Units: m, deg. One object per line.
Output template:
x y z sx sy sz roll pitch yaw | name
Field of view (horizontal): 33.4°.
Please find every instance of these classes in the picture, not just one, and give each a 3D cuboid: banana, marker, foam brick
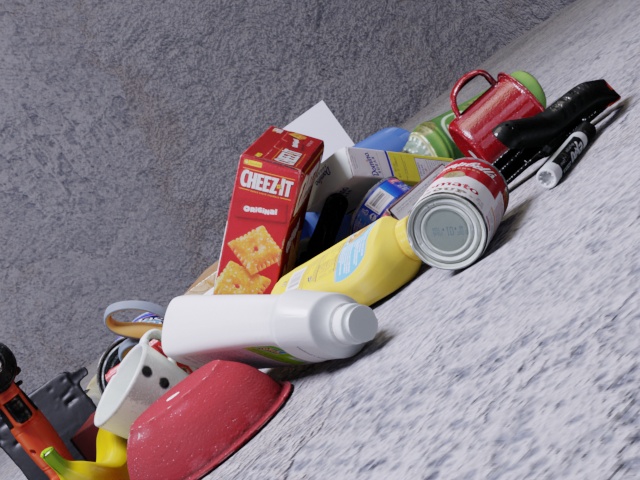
-0.189 0.196 0.936 0.037 0.069 0.198 -27 -4 -1 | banana
0.222 -0.079 0.957 0.020 0.020 0.120 -32 7 41 | marker
-0.225 0.208 1.150 0.051 0.053 0.078 -36 6 9 | foam brick

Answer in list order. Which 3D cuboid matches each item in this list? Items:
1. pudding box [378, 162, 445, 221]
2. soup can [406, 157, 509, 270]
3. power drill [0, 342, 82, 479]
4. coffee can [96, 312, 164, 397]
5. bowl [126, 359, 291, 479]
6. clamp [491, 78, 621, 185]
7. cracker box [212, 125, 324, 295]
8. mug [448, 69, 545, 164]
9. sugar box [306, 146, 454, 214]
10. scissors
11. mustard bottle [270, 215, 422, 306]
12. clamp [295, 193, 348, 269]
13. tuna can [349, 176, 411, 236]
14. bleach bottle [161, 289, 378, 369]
0.087 -0.018 1.078 0.113 0.039 0.090 -42 -10 -44 | pudding box
0.115 -0.023 0.889 0.069 0.068 0.102 -34 6 27 | soup can
-0.274 0.175 1.014 0.057 0.187 0.185 -36 3 -19 | power drill
-0.200 0.145 1.266 0.103 0.103 0.140 -36 5 5 | coffee can
-0.104 0.147 0.877 0.162 0.055 0.162 -37 5 3 | bowl
0.211 -0.102 1.009 0.209 0.036 0.165 -35 -14 -19 | clamp
-0.057 0.001 1.130 0.164 0.072 0.214 -65 -11 -72 | cracker box
0.184 -0.127 1.138 0.081 0.117 0.093 -41 17 -1 | mug
0.069 -0.065 1.236 0.175 0.048 0.094 5 -28 -40 | sugar box
-0.119 0.106 1.073 0.016 0.201 0.096 -84 8 -53 | scissors
0.036 0.028 0.993 0.192 0.058 0.096 -33 19 34 | mustard bottle
-0.006 0.035 1.203 0.172 0.039 0.120 122 158 -58 | clamp
0.072 -0.026 1.169 0.086 0.034 0.086 -40 -29 -28 | tuna can
-0.035 0.076 0.899 0.251 0.102 0.068 -9 69 54 | bleach bottle
